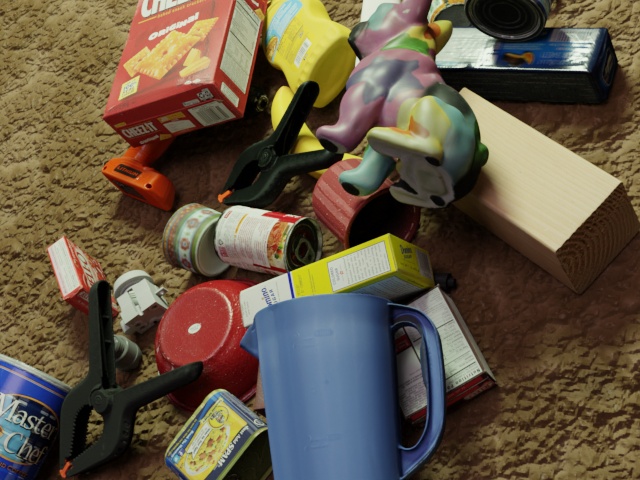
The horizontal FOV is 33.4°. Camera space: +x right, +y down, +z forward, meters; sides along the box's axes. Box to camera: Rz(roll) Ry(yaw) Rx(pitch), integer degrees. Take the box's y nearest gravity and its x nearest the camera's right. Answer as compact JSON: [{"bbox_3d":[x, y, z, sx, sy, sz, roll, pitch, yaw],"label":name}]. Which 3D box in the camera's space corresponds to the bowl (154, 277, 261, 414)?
[{"bbox_3d":[-0.121,0.102,1.143,0.162,0.055,0.162,-14,57,22],"label":"bowl"}]

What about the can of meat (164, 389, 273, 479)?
[{"bbox_3d":[-0.096,0.211,1.064,0.084,0.057,0.102,33,81,41],"label":"can of meat"}]

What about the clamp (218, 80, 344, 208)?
[{"bbox_3d":[-0.043,-0.084,1.179,0.172,0.039,0.120,-48,40,21],"label":"clamp"}]

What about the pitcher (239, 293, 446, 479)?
[{"bbox_3d":[0.024,0.173,0.955,0.149,0.144,0.243,-32,58,53],"label":"pitcher"}]

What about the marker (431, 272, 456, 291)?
[{"bbox_3d":[0.081,0.039,1.089,0.121,0.020,0.020,3,64,31],"label":"marker"}]

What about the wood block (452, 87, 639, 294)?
[{"bbox_3d":[0.194,-0.051,1.035,0.091,0.090,0.206,-47,50,-4],"label":"wood block"}]

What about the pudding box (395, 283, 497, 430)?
[{"bbox_3d":[0.104,0.111,1.022,0.090,0.039,0.113,-32,53,10],"label":"pudding box"}]

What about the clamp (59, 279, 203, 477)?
[{"bbox_3d":[-0.229,0.158,1.136,0.165,0.036,0.210,43,109,25],"label":"clamp"}]

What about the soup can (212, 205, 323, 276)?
[{"bbox_3d":[-0.058,0.001,1.160,0.102,0.068,0.068,11,68,35],"label":"soup can"}]

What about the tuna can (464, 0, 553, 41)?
[{"bbox_3d":[0.189,-0.239,1.073,0.086,0.086,0.033,5,63,32],"label":"tuna can"}]

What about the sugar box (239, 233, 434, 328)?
[{"bbox_3d":[0.016,0.048,1.059,0.176,0.093,0.048,-19,69,25],"label":"sugar box"}]

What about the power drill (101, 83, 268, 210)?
[{"bbox_3d":[-0.169,-0.130,1.311,0.185,0.057,0.187,19,70,40],"label":"power drill"}]

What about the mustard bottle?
[{"bbox_3d":[-0.025,-0.243,1.284,0.096,0.058,0.192,-61,39,22],"label":"mustard bottle"}]

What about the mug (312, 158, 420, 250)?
[{"bbox_3d":[0.052,-0.043,1.110,0.117,0.093,0.082,-49,45,4],"label":"mug"}]

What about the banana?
[{"bbox_3d":[-0.009,-0.114,1.226,0.069,0.037,0.198,-29,49,-24],"label":"banana"}]

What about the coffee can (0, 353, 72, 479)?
[{"bbox_3d":[-0.343,0.209,1.174,0.103,0.102,0.140,14,70,35],"label":"coffee can"}]

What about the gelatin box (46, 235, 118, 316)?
[{"bbox_3d":[-0.279,0.047,1.254,0.030,0.073,0.089,-36,51,6],"label":"gelatin box"}]

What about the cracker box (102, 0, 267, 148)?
[{"bbox_3d":[-0.159,-0.229,1.282,0.164,0.072,0.213,-12,53,29],"label":"cracker box"}]
